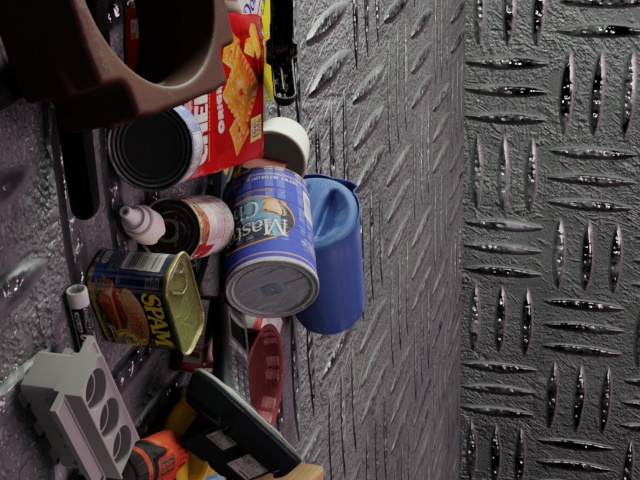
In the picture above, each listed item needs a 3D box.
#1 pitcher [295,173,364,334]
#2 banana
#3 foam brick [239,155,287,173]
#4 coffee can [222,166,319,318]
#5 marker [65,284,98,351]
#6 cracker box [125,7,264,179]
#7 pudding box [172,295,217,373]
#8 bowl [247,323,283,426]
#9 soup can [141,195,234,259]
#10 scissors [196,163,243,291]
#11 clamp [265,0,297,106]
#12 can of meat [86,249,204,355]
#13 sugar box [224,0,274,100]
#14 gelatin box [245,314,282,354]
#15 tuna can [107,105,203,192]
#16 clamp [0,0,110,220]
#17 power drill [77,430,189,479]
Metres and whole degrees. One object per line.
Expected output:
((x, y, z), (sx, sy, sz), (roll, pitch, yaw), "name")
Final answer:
((-0.008, 0.036, 1.510), (0.243, 0.149, 0.145), (79, 7, -52), "pitcher")
((-0.148, 0.267, 1.152), (0.037, 0.069, 0.198), (61, 18, -82), "banana")
((-0.074, -0.060, 1.313), (0.053, 0.051, 0.078), (-73, 175, -62), "foam brick")
((-0.058, 0.001, 1.197), (0.103, 0.103, 0.140), (75, 7, -50), "coffee can")
((-0.212, 0.095, 0.972), (0.020, 0.020, 0.121), (-61, 152, -55), "marker")
((-0.124, -0.156, 1.112), (0.213, 0.072, 0.164), (-32, 124, -70), "cracker box")
((-0.129, 0.109, 1.229), (0.113, 0.039, 0.090), (25, 71, -73), "pudding box")
((-0.095, 0.182, 1.340), (0.162, 0.055, 0.162), (5, 90, -75), "bowl")
((-0.138, -0.013, 1.113), (0.102, 0.068, 0.068), (-16, 109, -74), "soup can")
((-0.124, -0.046, 1.243), (0.096, 0.016, 0.201), (81, 20, -48), "scissors")
((-0.044, -0.221, 1.192), (0.171, 0.039, 0.120), (-110, -156, -73), "clamp")
((-0.164, 0.056, 1.007), (0.057, 0.084, 0.102), (-68, 157, -45), "can of meat")
((-0.082, -0.259, 1.278), (0.176, 0.048, 0.093), (72, 28, -57), "sugar box")
((-0.080, 0.115, 1.424), (0.089, 0.030, 0.073), (75, 24, -50), "gelatin box")
((-0.154, -0.090, 1.001), (0.033, 0.086, 0.086), (-35, 128, -72), "tuna can")
((-0.208, -0.132, 0.874), (0.164, 0.036, 0.210), (60, 35, -50), "clamp")
((-0.186, 0.291, 1.051), (0.184, 0.057, 0.188), (-8, 103, -71), "power drill")
